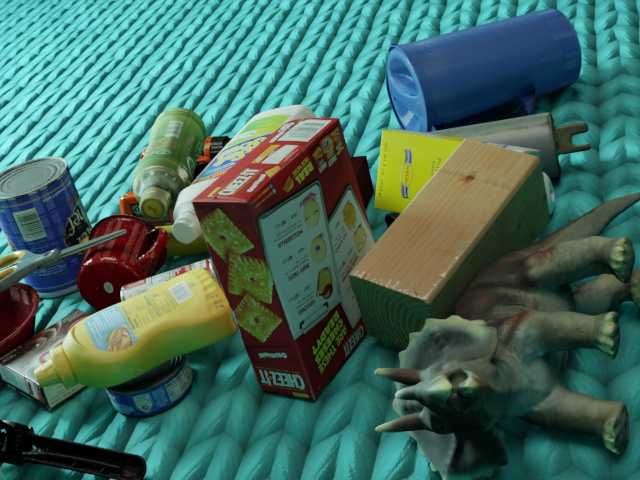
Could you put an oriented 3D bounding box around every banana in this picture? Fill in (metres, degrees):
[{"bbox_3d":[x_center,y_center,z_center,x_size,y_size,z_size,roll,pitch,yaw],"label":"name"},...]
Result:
[{"bbox_3d":[-0.183,-0.003,1.276,0.198,0.069,0.037,-7,73,9],"label":"banana"}]

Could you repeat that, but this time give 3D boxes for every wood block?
[{"bbox_3d":[0.129,0.006,1.027,0.091,0.090,0.205,19,54,35],"label":"wood block"}]

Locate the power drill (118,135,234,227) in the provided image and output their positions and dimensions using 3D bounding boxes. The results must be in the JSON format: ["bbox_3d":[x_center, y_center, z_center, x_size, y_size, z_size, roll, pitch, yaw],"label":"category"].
[{"bbox_3d":[-0.173,-0.081,1.419,0.185,0.057,0.187,-6,28,17],"label":"power drill"}]

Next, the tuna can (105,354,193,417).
[{"bbox_3d":[-0.170,0.135,1.053,0.086,0.034,0.086,-12,29,7],"label":"tuna can"}]

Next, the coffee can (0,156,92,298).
[{"bbox_3d":[-0.331,-0.016,1.291,0.103,0.140,0.103,-12,29,7],"label":"coffee can"}]

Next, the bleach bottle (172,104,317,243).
[{"bbox_3d":[-0.093,-0.074,1.260,0.103,0.068,0.250,-6,28,32],"label":"bleach bottle"}]

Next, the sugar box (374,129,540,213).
[{"bbox_3d":[0.147,-0.065,1.167,0.176,0.093,0.048,13,13,36],"label":"sugar box"}]

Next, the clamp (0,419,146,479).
[{"bbox_3d":[-0.279,0.179,0.949,0.210,0.164,0.036,-1,69,38],"label":"clamp"}]

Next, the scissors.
[{"bbox_3d":[-0.308,0.015,1.208,0.202,0.016,0.096,-24,23,2],"label":"scissors"}]

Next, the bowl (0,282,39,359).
[{"bbox_3d":[-0.379,0.112,1.178,0.162,0.055,0.162,-12,29,7],"label":"bowl"}]

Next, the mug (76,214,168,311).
[{"bbox_3d":[-0.219,0.025,1.209,0.117,0.093,0.081,-27,28,23],"label":"mug"}]

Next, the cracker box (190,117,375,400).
[{"bbox_3d":[-0.021,0.014,1.005,0.072,0.213,0.164,3,33,34],"label":"cracker box"}]

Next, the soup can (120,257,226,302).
[{"bbox_3d":[-0.154,0.065,1.134,0.102,0.068,0.068,-18,29,-3],"label":"soup can"}]

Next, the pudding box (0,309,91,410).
[{"bbox_3d":[-0.268,0.123,1.120,0.090,0.039,0.113,15,40,43],"label":"pudding box"}]

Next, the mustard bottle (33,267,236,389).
[{"bbox_3d":[-0.184,0.094,1.034,0.191,0.058,0.096,-24,34,-14],"label":"mustard bottle"}]

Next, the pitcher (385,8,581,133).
[{"bbox_3d":[0.218,-0.214,1.398,0.242,0.149,0.145,-19,13,-12],"label":"pitcher"}]
